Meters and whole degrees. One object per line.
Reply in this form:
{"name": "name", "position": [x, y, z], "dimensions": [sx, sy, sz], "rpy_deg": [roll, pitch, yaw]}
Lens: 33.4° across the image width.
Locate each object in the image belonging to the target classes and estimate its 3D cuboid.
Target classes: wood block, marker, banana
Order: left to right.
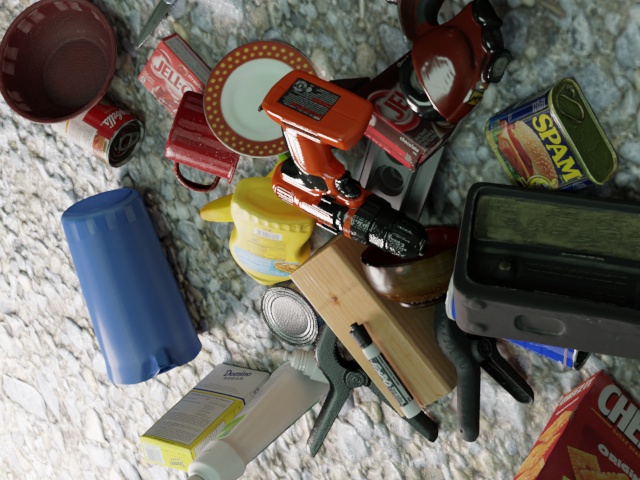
{"name": "banana", "position": [-0.069, -0.063, 1.242], "dimensions": [0.069, 0.037, 0.198], "rpy_deg": [25, 145, -21]}
{"name": "marker", "position": [0.069, 0.140, 1.165], "dimensions": [0.020, 0.020, 0.121], "rpy_deg": [-29, 98, 44]}
{"name": "wood block", "position": [0.075, 0.082, 1.202], "dimensions": [0.206, 0.090, 0.091], "rpy_deg": [52, 136, -2]}

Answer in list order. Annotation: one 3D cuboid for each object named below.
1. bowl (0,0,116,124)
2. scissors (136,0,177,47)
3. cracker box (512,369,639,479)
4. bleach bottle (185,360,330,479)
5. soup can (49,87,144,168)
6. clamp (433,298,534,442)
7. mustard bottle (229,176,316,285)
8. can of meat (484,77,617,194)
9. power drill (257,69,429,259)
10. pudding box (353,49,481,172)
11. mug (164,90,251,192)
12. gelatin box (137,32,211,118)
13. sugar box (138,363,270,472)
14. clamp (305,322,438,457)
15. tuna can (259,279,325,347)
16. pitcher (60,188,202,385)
{"name": "bowl", "position": [-0.309, -0.212, 1.296], "dimensions": [0.162, 0.055, 0.162], "rpy_deg": [-3, 80, 16]}
{"name": "scissors", "position": [-0.173, -0.297, 1.198], "dimensions": [0.202, 0.016, 0.096], "rpy_deg": [-21, 102, 43]}
{"name": "cracker box", "position": [0.286, 0.253, 1.064], "dimensions": [0.164, 0.213, 0.072], "rpy_deg": [45, 133, 4]}
{"name": "bleach bottle", "position": [-0.088, 0.238, 1.311], "dimensions": [0.068, 0.250, 0.103], "rpy_deg": [48, 135, 2]}
{"name": "soup can", "position": [-0.282, -0.144, 1.342], "dimensions": [0.102, 0.068, 0.069], "rpy_deg": [31, 132, 18]}
{"name": "clamp", "position": [0.175, 0.123, 1.162], "dimensions": [0.039, 0.120, 0.171], "rpy_deg": [-17, 84, 44]}
{"name": "mustard bottle", "position": [-0.058, 0.001, 1.249], "dimensions": [0.096, 0.058, 0.192], "rpy_deg": [14, 150, 2]}
{"name": "can of meat", "position": [0.216, -0.090, 1.008], "dimensions": [0.084, 0.057, 0.102], "rpy_deg": [-22, 103, 46]}
{"name": "power drill", "position": [0.020, -0.068, 1.036], "dimensions": [0.185, 0.057, 0.187], "rpy_deg": [26, 153, 24]}
{"name": "pudding box", "position": [0.090, -0.128, 1.038], "dimensions": [0.090, 0.113, 0.039], "rpy_deg": [39, 138, 11]}
{"name": "mug", "position": [-0.130, -0.110, 1.209], "dimensions": [0.081, 0.093, 0.117], "rpy_deg": [18, 118, -6]}
{"name": "gelatin box", "position": [-0.165, -0.186, 1.252], "dimensions": [0.089, 0.030, 0.073], "rpy_deg": [47, 135, 2]}
{"name": "sugar box", "position": [-0.147, 0.231, 1.404], "dimensions": [0.093, 0.175, 0.048], "rpy_deg": [6, 119, 35]}
{"name": "clamp", "position": [0.056, 0.165, 1.287], "dimensions": [0.164, 0.036, 0.210], "rpy_deg": [-3, 107, 7]}
{"name": "tuna can", "position": [-0.031, 0.088, 1.324], "dimensions": [0.086, 0.033, 0.086], "rpy_deg": [19, 127, 27]}
{"name": "pitcher", "position": [-0.259, 0.057, 1.424], "dimensions": [0.149, 0.144, 0.243], "rpy_deg": [-7, 110, 27]}
